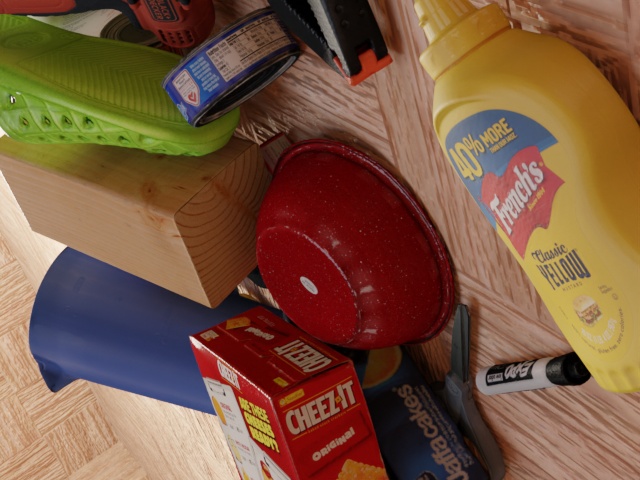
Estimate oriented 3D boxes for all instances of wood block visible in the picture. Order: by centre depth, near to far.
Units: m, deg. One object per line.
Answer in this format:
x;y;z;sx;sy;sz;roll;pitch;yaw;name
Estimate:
-0.139;-0.038;0.801;0.206;0.090;0.091;19;141;35;wood block

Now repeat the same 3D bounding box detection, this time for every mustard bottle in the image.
0.101;-0.028;0.456;0.191;0.058;0.096;56;160;2;mustard bottle

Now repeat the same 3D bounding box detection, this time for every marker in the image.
0.125;0.080;0.633;0.020;0.020;0.121;56;161;0;marker

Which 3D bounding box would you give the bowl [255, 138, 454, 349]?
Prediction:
0.009;0.016;0.704;0.162;0.055;0.162;32;142;28;bowl

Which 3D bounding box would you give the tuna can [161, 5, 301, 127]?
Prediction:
-0.055;-0.107;0.665;0.034;0.086;0.086;55;161;-2;tuna can

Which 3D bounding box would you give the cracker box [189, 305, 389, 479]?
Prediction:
-0.008;0.169;0.784;0.164;0.072;0.213;21;132;62;cracker box

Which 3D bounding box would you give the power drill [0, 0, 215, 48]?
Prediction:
-0.168;-0.178;0.662;0.184;0.188;0.057;72;-157;-69;power drill

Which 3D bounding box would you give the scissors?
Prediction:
0.106;0.115;0.737;0.096;0.016;0.202;53;162;17;scissors

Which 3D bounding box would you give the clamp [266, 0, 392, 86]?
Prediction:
-0.033;-0.174;0.579;0.210;0.036;0.165;57;167;-4;clamp

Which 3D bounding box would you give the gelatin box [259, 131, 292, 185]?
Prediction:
-0.021;-0.029;0.796;0.089;0.030;0.073;54;160;3;gelatin box

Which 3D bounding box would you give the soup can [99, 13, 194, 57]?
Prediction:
-0.125;-0.125;0.837;0.069;0.068;0.102;38;153;43;soup can

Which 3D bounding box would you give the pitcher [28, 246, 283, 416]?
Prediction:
-0.136;0.082;1.007;0.243;0.144;0.149;15;120;15;pitcher
